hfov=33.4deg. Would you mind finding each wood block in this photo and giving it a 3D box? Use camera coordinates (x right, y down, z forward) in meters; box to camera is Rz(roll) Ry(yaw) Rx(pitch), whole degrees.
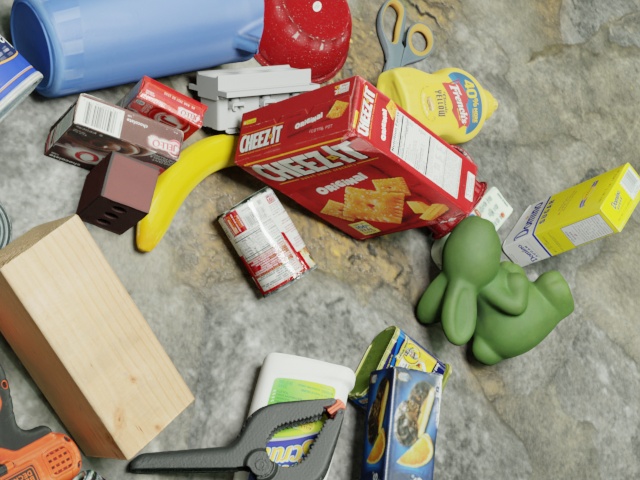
[{"bbox_3d":[-0.218,0.090,0.973,0.090,0.091,0.206,-41,109,-36],"label":"wood block"}]

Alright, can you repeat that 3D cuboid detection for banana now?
[{"bbox_3d":[-0.133,-0.063,1.134,0.197,0.037,0.069,-38,96,-36],"label":"banana"}]

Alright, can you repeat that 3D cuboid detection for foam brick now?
[{"bbox_3d":[-0.202,-0.046,1.058,0.053,0.078,0.051,20,65,-24],"label":"foam brick"}]

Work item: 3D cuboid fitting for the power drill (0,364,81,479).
[{"bbox_3d":[-0.321,0.164,0.925,0.184,0.057,0.187,-25,92,-40],"label":"power drill"}]

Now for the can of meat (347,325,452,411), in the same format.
[{"bbox_3d":[0.087,0.158,1.194,0.084,0.058,0.102,39,58,-15],"label":"can of meat"}]

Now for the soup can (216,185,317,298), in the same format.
[{"bbox_3d":[-0.057,0.001,1.143,0.068,0.069,0.102,-33,94,-36],"label":"soup can"}]

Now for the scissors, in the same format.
[{"bbox_3d":[0.104,-0.212,1.351,0.096,0.016,0.202,13,68,-30],"label":"scissors"}]

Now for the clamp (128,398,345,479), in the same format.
[{"bbox_3d":[-0.055,0.229,1.021,0.209,0.036,0.165,-29,72,-13],"label":"clamp"}]

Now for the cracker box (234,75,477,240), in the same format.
[{"bbox_3d":[0.040,-0.079,1.143,0.213,0.164,0.072,30,59,-41],"label":"cracker box"}]

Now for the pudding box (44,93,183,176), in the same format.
[{"bbox_3d":[-0.206,-0.097,1.064,0.113,0.090,0.039,21,62,-26],"label":"pudding box"}]

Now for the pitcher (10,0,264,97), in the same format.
[{"bbox_3d":[-0.193,-0.232,1.105,0.242,0.149,0.145,-21,102,-33],"label":"pitcher"}]

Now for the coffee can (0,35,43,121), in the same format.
[{"bbox_3d":[-0.344,-0.168,0.988,0.140,0.103,0.102,46,56,-12],"label":"coffee can"}]

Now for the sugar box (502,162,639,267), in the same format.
[{"bbox_3d":[0.312,-0.029,1.328,0.048,0.177,0.093,49,54,-13],"label":"sugar box"}]

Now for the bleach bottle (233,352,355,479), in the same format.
[{"bbox_3d":[-0.036,0.245,1.071,0.102,0.068,0.250,12,67,-1],"label":"bleach bottle"}]

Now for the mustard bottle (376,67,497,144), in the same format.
[{"bbox_3d":[0.155,-0.167,1.337,0.191,0.058,0.096,-8,88,-41],"label":"mustard bottle"}]

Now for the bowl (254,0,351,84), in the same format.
[{"bbox_3d":[-0.019,-0.268,1.265,0.161,0.055,0.162,11,70,-30],"label":"bowl"}]

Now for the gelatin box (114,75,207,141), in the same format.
[{"bbox_3d":[-0.169,-0.126,1.098,0.073,0.089,0.030,26,62,-24],"label":"gelatin box"}]
